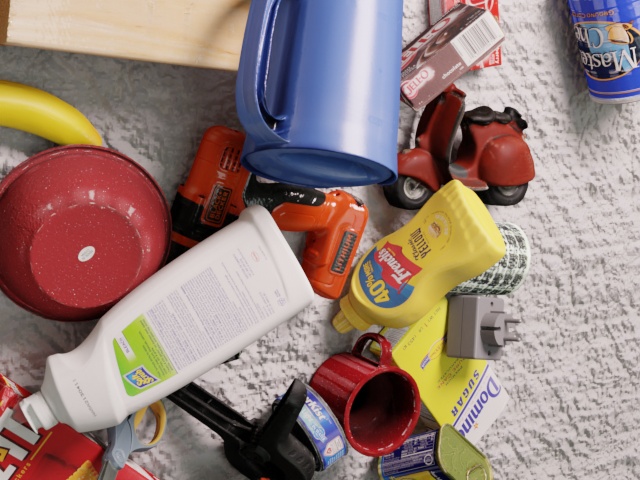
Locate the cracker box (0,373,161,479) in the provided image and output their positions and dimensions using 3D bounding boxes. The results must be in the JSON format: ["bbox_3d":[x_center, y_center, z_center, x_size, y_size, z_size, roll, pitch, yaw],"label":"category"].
[{"bbox_3d":[-0.249,0.235,0.921,0.213,0.072,0.164,43,76,-31],"label":"cracker box"}]

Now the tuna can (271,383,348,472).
[{"bbox_3d":[-0.011,0.185,1.054,0.033,0.086,0.086,-32,116,-21],"label":"tuna can"}]

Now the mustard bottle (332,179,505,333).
[{"bbox_3d":[0.087,0.031,1.062,0.192,0.096,0.058,-40,138,20],"label":"mustard bottle"}]

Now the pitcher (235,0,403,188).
[{"bbox_3d":[0.004,-0.172,0.905,0.145,0.149,0.243,7,80,-7],"label":"pitcher"}]

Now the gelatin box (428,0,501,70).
[{"bbox_3d":[0.149,-0.220,1.099,0.073,0.030,0.089,-14,108,-30],"label":"gelatin box"}]

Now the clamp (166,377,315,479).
[{"bbox_3d":[-0.052,0.186,1.004,0.210,0.165,0.036,59,44,-36],"label":"clamp"}]

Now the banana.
[{"bbox_3d":[-0.271,-0.098,0.857,0.197,0.037,0.070,-8,122,-30],"label":"banana"}]

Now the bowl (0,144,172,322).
[{"bbox_3d":[-0.198,0.004,0.889,0.162,0.055,0.162,-7,112,-18],"label":"bowl"}]

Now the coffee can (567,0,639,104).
[{"bbox_3d":[0.331,-0.234,1.169,0.102,0.103,0.140,-31,115,-24],"label":"coffee can"}]

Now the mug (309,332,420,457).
[{"bbox_3d":[0.043,0.150,1.083,0.093,0.082,0.117,6,97,-34],"label":"mug"}]

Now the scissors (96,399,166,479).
[{"bbox_3d":[-0.182,0.166,0.907,0.016,0.201,0.096,-26,96,18],"label":"scissors"}]

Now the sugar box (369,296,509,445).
[{"bbox_3d":[0.133,0.145,1.161,0.093,0.048,0.176,-47,119,-19],"label":"sugar box"}]

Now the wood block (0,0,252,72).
[{"bbox_3d":[-0.163,-0.193,0.869,0.205,0.091,0.090,2,100,-33],"label":"wood block"}]

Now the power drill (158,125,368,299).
[{"bbox_3d":[-0.057,0.001,1.000,0.187,0.057,0.184,15,100,-35],"label":"power drill"}]

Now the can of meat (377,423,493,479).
[{"bbox_3d":[0.123,0.248,1.147,0.102,0.084,0.057,44,41,-31],"label":"can of meat"}]

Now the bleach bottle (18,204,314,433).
[{"bbox_3d":[-0.134,0.074,0.883,0.250,0.068,0.102,-31,93,-14],"label":"bleach bottle"}]

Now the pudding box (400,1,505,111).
[{"bbox_3d":[0.114,-0.179,1.029,0.113,0.090,0.039,-38,111,2],"label":"pudding box"}]
